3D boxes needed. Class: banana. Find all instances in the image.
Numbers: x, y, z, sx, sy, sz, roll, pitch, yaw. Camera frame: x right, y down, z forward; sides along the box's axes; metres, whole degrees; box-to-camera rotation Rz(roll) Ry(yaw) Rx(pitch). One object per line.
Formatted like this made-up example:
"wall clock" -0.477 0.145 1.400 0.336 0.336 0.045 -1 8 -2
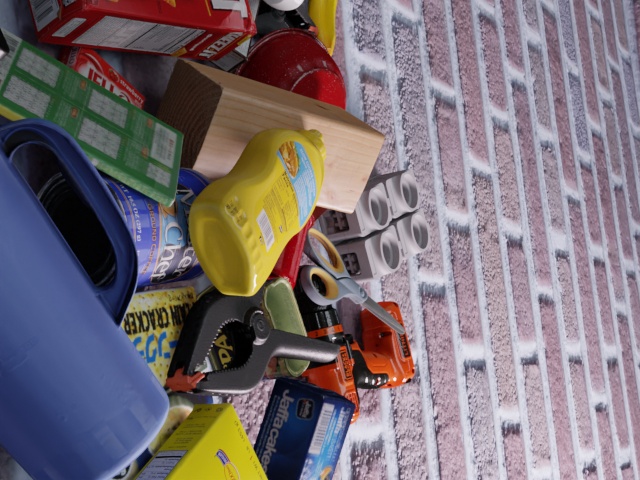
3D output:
"banana" 0.008 -0.302 1.321 0.037 0.070 0.198 15 69 -13

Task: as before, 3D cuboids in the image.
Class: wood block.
"wood block" -0.050 -0.100 1.043 0.205 0.091 0.090 11 109 -41

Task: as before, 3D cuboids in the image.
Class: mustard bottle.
"mustard bottle" -0.043 -0.043 0.936 0.191 0.058 0.096 -54 136 -45

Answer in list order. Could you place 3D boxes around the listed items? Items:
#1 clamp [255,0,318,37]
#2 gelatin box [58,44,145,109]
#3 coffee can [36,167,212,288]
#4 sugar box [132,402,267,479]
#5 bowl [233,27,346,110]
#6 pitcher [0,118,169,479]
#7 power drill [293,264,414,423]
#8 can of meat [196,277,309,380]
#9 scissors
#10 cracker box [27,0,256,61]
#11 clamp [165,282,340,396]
"clamp" -0.063 -0.252 1.207 0.171 0.039 0.120 27 64 -46
"gelatin box" -0.198 -0.120 0.939 0.089 0.030 0.073 45 44 -45
"coffee can" -0.158 -0.010 0.900 0.140 0.103 0.103 -7 87 -60
"sugar box" -0.109 0.215 0.834 0.176 0.048 0.093 -52 125 -52
"bowl" -0.024 -0.145 1.151 0.161 0.055 0.162 -19 120 -39
"pitcher" -0.201 0.046 0.722 0.242 0.149 0.144 57 41 -17
"power drill" 0.035 0.115 1.241 0.187 0.057 0.184 -4 80 -58
"can of meat" -0.065 0.090 1.048 0.057 0.084 0.102 -38 114 -57
"scissors" 0.034 0.069 1.195 0.201 0.016 0.096 51 34 -26
"cracker box" -0.166 -0.255 0.949 0.213 0.072 0.164 -5 76 -51
"clamp" -0.067 0.066 0.948 0.209 0.036 0.164 -29 101 -52
